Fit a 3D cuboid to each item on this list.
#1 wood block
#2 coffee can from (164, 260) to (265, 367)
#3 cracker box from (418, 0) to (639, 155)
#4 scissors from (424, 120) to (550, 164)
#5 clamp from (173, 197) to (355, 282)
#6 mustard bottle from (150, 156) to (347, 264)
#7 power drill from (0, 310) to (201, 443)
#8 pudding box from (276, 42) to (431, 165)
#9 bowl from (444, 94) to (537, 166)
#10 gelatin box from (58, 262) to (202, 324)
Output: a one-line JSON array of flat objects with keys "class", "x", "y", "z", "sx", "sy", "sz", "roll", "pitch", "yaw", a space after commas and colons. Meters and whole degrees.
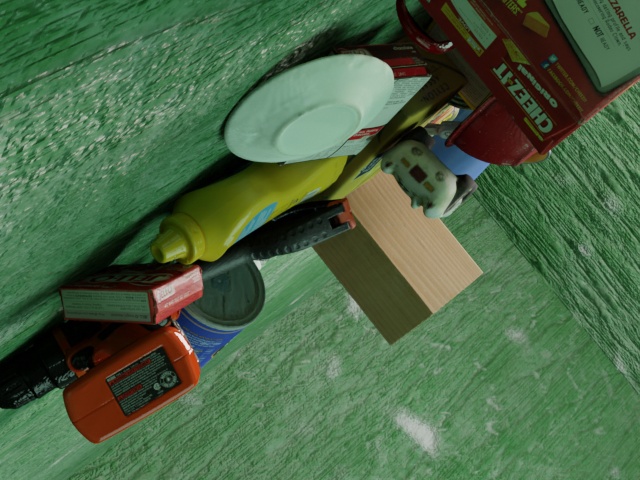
[{"class": "wood block", "x": 0.053, "y": -0.009, "z": 1.087, "sx": 0.090, "sy": 0.206, "sz": 0.090, "roll": -35, "pitch": 174, "yaw": -36}, {"class": "coffee can", "x": -0.133, "y": 0.073, "z": 1.072, "sx": 0.102, "sy": 0.103, "sz": 0.141, "roll": -34, "pitch": 173, "yaw": -46}, {"class": "cracker box", "x": 0.163, "y": -0.178, "z": 0.619, "sx": 0.213, "sy": 0.164, "sz": 0.072, "roll": -37, "pitch": 176, "yaw": -14}, {"class": "scissors", "x": 0.145, "y": -0.102, "z": 1.083, "sx": 0.202, "sy": 0.096, "sz": 0.016, "roll": -4, "pitch": -121, "yaw": 31}, {"class": "clamp", "x": -0.056, "y": 0.001, "z": 0.952, "sx": 0.172, "sy": 0.039, "sz": 0.120, "roll": -15, "pitch": -157, "yaw": 23}, {"class": "mustard bottle", "x": -0.065, "y": -0.031, "z": 0.883, "sx": 0.191, "sy": 0.058, "sz": 0.096, "roll": -35, "pitch": -179, "yaw": -40}, {"class": "power drill", "x": -0.186, "y": 0.102, "z": 0.884, "sx": 0.184, "sy": 0.057, "sz": 0.188, "roll": -32, "pitch": -160, "yaw": -13}, {"class": "pudding box", "x": 0.019, "y": -0.107, "z": 0.836, "sx": 0.089, "sy": 0.039, "sz": 0.114, "roll": -11, "pitch": 155, "yaw": -42}, {"class": "bowl", "x": 0.184, "y": -0.112, "z": 0.905, "sx": 0.162, "sy": 0.055, "sz": 0.162, "roll": -38, "pitch": 175, "yaw": -4}, {"class": "gelatin box", "x": -0.149, "y": 0.040, "z": 0.845, "sx": 0.089, "sy": 0.030, "sz": 0.073, "roll": 0, "pitch": -166, "yaw": 25}]
